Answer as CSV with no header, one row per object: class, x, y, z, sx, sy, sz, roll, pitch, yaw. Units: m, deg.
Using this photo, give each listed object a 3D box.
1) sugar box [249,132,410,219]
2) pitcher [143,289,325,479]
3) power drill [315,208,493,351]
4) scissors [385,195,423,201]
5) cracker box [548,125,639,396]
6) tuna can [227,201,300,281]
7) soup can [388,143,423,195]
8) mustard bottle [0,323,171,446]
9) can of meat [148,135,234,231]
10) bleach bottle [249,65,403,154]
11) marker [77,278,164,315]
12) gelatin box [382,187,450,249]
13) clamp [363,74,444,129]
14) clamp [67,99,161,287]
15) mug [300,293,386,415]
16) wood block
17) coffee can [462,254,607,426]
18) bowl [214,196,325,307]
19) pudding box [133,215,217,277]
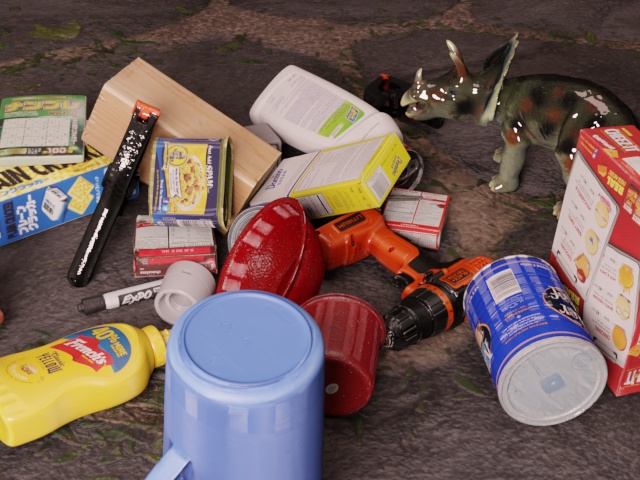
sugar box,0.010,-0.068,1.241,0.177,0.048,0.093,-12,33,43
pitcher,-0.065,0.161,0.785,0.145,0.243,0.149,4,40,0
power drill,0.076,0.039,1.154,0.188,0.057,0.184,32,39,33
scissors,0.070,-0.053,1.261,0.202,0.016,0.096,0,10,44
cracker box,0.302,0.017,1.054,0.072,0.214,0.164,-7,34,-16
tuna can,-0.058,0.001,1.169,0.086,0.086,0.033,13,11,17
soup can,0.076,-0.106,1.365,0.068,0.068,0.102,-16,36,-25
mustard bottle,-0.220,0.123,1.003,0.191,0.058,0.096,-19,34,-30
can of meat,-0.142,-0.063,1.172,0.084,0.102,0.057,1,-10,4
bleach bottle,0.017,-0.138,1.340,0.102,0.068,0.251,-52,44,-2
marker,-0.200,0.058,1.140,0.121,0.020,0.020,-14,36,-23
gelatin box,0.113,-0.027,1.280,0.073,0.030,0.089,8,33,11
clamp,0.114,-0.196,1.531,0.120,0.039,0.171,4,33,1
clamp,-0.223,-0.057,1.168,0.036,0.210,0.164,23,39,-9
mug,0.001,0.109,1.010,0.117,0.093,0.081,10,38,1
wood block,-0.165,-0.112,1.265,0.206,0.091,0.090,34,38,0
coffee can,0.204,0.094,1.032,0.102,0.103,0.140,-2,33,-7
bowl,-0.044,0.039,1.093,0.055,0.162,0.162,27,23,-27
pudding box,-0.162,0.004,1.190,0.090,0.039,0.113,-2,22,-8
